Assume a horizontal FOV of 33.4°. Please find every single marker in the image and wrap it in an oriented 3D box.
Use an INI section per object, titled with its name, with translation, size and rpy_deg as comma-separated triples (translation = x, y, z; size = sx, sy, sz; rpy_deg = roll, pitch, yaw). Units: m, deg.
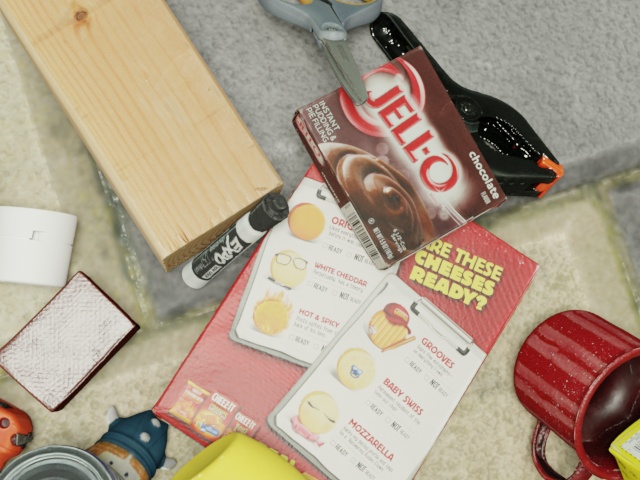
[marker]
translation = -0.054, 0.001, 0.679
size = 0.020, 0.121, 0.020
rpy_deg = 15, 59, -28

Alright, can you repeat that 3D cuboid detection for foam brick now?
[foam brick]
translation = -0.162, 0.066, 0.689
size = 0.053, 0.051, 0.078
rpy_deg = 44, 80, 0

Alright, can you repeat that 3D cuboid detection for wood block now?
[wood block]
translation = -0.119, -0.092, 0.697
size = 0.090, 0.090, 0.206
rpy_deg = -32, 87, -9

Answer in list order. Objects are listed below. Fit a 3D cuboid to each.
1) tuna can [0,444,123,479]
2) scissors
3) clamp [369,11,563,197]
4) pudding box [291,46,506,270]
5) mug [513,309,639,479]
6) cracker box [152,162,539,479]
[tuna can]
translation = -0.155, 0.165, 0.628
size = 0.086, 0.034, 0.086
rpy_deg = -3, 64, 6
[scissors]
translation = 0.021, -0.135, 0.691
size = 0.096, 0.202, 0.016
rpy_deg = -9, 126, -24
[clamp]
translation = 0.090, -0.090, 0.738
size = 0.171, 0.039, 0.120
rpy_deg = 24, 57, -15
[pudding box]
translation = 0.048, -0.050, 0.663
size = 0.090, 0.039, 0.113
rpy_deg = -29, 91, -12
[mug]
translation = 0.175, 0.106, 0.697
size = 0.093, 0.082, 0.117
rpy_deg = 19, 99, -29
[cracker box]
translation = 0.016, 0.065, 0.700
size = 0.164, 0.072, 0.213
rpy_deg = 33, 79, -2
